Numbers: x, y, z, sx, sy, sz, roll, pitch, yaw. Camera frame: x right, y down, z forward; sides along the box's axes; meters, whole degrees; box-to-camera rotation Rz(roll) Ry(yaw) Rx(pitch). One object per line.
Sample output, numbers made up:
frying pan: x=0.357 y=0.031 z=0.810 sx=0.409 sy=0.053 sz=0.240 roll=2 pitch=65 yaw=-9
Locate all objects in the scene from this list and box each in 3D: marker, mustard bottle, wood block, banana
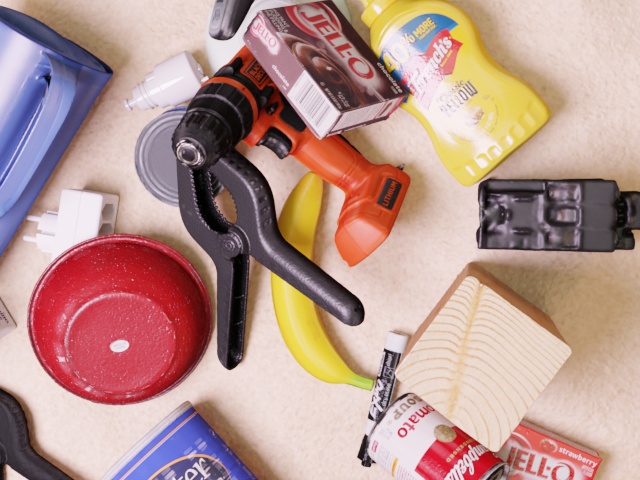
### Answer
marker: x=0.054 y=0.139 z=0.931 sx=0.020 sy=0.020 sz=0.121 roll=14 pitch=94 yaw=8
mustard bottle: x=0.098 y=-0.145 z=0.896 sx=0.096 sy=0.058 sz=0.191 roll=-42 pitch=85 yaw=19
wood block: x=0.124 y=0.080 z=0.824 sx=0.090 sy=0.206 sz=0.091 roll=37 pitch=97 yaw=6
banana: x=-0.010 y=0.042 z=0.931 sx=0.069 sy=0.037 sz=0.198 roll=-14 pitch=90 yaw=-6

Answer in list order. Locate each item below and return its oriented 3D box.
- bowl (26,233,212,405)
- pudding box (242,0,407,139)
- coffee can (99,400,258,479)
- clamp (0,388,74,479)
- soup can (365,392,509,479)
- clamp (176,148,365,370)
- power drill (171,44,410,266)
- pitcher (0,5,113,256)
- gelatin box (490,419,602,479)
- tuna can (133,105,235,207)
bowl: x=-0.171 y=0.078 z=0.916 sx=0.162 sy=0.055 sz=0.162 roll=-3 pitch=107 yaw=-9
pudding box: x=0.004 y=-0.141 z=0.865 sx=0.113 sy=0.089 sz=0.039 roll=55 pitch=134 yaw=13
coffee can: x=-0.105 y=0.223 z=0.915 sx=0.103 sy=0.102 sz=0.140 roll=-44 pitch=85 yaw=7
clamp: x=-0.283 y=0.196 z=0.973 sx=0.120 sy=0.039 sz=0.171 roll=-21 pitch=88 yaw=7
soup can: x=0.096 y=0.182 z=0.886 sx=0.102 sy=0.068 sz=0.068 roll=36 pitch=97 yaw=29
clamp: x=-0.056 y=0.001 z=0.888 sx=0.165 sy=0.036 sz=0.210 roll=-15 pitch=98 yaw=37
power drill: x=-0.020 y=-0.067 z=0.857 sx=0.187 sy=0.184 sz=0.057 roll=42 pitch=127 yaw=-11
pitcher: x=-0.288 y=-0.074 z=0.917 sx=0.145 sy=0.149 sz=0.243 roll=31 pitch=99 yaw=7
gelatin box: x=0.182 y=0.198 z=0.908 sx=0.089 sy=0.030 sz=0.073 roll=23 pitch=95 yaw=7
tuna can: x=-0.118 y=-0.074 z=0.933 sx=0.086 sy=0.033 sz=0.086 roll=1 pitch=107 yaw=4
